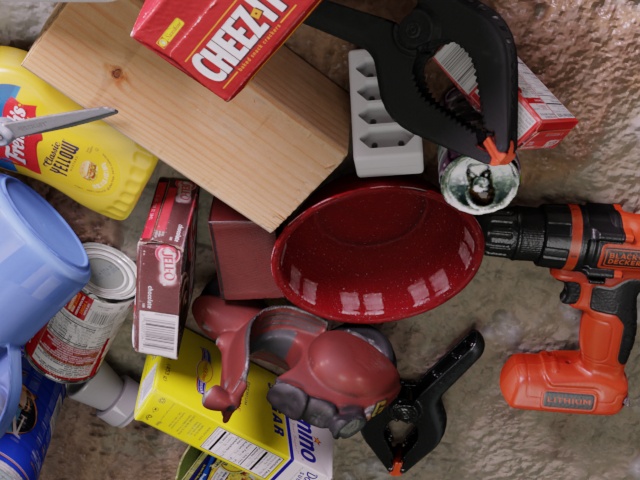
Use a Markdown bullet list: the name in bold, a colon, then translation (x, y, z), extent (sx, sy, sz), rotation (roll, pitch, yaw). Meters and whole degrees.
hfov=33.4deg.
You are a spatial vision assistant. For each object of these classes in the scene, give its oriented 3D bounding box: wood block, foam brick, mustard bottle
- **wood block**: translation (-0.086, -0.110, 0.741), extent (0.206, 0.090, 0.091), rotation (34, 121, -20)
- **foam brick**: translation (-0.056, 0.001, 0.841), extent (0.051, 0.053, 0.078), rotation (-3, 126, 5)
- **mustard bottle**: translation (-0.213, -0.089, 0.780), extent (0.191, 0.058, 0.096), rotation (24, 133, -13)

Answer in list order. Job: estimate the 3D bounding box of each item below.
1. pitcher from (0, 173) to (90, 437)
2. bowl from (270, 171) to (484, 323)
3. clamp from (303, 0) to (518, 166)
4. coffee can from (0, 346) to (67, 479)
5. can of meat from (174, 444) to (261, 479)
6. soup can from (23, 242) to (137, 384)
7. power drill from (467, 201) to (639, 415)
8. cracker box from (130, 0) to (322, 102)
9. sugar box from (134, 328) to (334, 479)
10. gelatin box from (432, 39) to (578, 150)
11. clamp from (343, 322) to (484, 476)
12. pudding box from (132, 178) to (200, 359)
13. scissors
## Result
- **pitcher**: translation (-0.286, 0.073, 0.791), extent (0.243, 0.145, 0.149), rotation (-40, 118, 4)
- **bowl**: translation (0.041, -0.004, 0.817), extent (0.162, 0.055, 0.162), rotation (-3, 139, -3)
- **clamp**: translation (0.055, -0.134, 0.693), extent (0.165, 0.036, 0.210), rotation (-28, 83, 26)
- **coffee can**: translation (-0.284, 0.167, 0.916), extent (0.103, 0.140, 0.103), rotation (1, 126, 2)
- **can of meat**: translation (-0.077, 0.207, 0.986), extent (0.084, 0.057, 0.102), rotation (28, 122, -13)
- **soup can**: translation (-0.196, 0.060, 0.880), extent (0.068, 0.068, 0.102), rotation (24, 123, -14)
- **power drill**: translation (0.199, 0.054, 0.863), extent (0.184, 0.057, 0.188), rotation (6, 126, -1)
- **cracker box**: translation (-0.017, -0.196, 0.599), extent (0.072, 0.213, 0.164), rotation (34, 120, -20)
- **sugar box**: translation (-0.070, 0.147, 0.921), extent (0.176, 0.093, 0.048), rotation (27, 122, -17)
- **gelatin box**: translation (0.126, -0.101, 0.723), extent (0.030, 0.073, 0.089), rotation (-46, 72, 27)
- **clamp**: translation (0.084, 0.137, 0.938), extent (0.120, 0.039, 0.171), rotation (2, 126, 14)
- **pudding box**: translation (-0.119, 0.021, 0.836), extent (0.039, 0.090, 0.114), rotation (9, 126, -2)
- **scissors**: translation (-0.237, -0.085, 0.730), extent (0.202, 0.016, 0.096), rotation (-20, 130, 35)
